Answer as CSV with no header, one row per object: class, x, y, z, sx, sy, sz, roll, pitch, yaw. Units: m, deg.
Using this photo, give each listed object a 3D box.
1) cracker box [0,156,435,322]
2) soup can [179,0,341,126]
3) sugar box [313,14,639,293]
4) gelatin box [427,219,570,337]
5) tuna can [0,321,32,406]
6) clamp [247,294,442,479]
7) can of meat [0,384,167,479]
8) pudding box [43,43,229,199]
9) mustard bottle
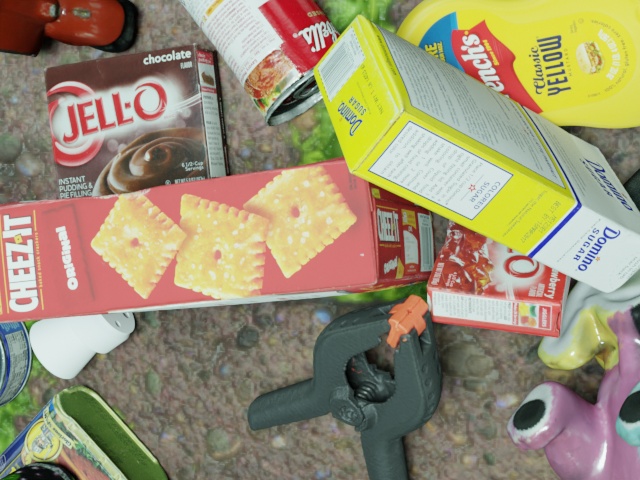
cracker box,-0.054,0.001,0.611,0.214,0.164,0.072,-6,88,17
soup can,-0.034,-0.129,0.644,0.069,0.068,0.102,-38,83,16
sugar box,0.085,-0.041,0.539,0.176,0.093,0.048,26,120,-30
gelatin box,0.105,0.012,0.606,0.073,0.089,0.030,7,131,17
tuna can,-0.247,0.080,0.742,0.086,0.033,0.086,1,95,16
clamp,0.031,0.101,0.631,0.120,0.039,0.172,36,138,1
can of meat,-0.163,0.160,0.714,0.102,0.057,0.084,46,103,8
pudding box,-0.119,-0.073,0.688,0.114,0.039,0.090,-6,93,17
mustard bottle,0.099,-0.100,0.610,0.192,0.058,0.096,-9,114,18
